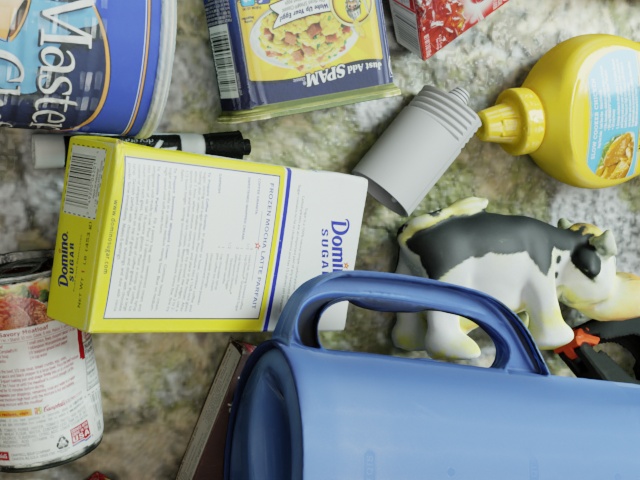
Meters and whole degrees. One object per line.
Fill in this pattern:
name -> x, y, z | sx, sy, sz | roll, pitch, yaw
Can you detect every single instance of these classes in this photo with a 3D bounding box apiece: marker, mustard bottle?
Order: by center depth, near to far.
marker -> -0.097, -0.051, 0.589 | 0.121, 0.020, 0.020 | -3, 100, -21
mustard bottle -> 0.184, -0.082, 0.673 | 0.191, 0.058, 0.096 | -9, 108, -20

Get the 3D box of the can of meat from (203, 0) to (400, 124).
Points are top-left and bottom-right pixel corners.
can of meat -> -0.012, -0.114, 0.592 | 0.102, 0.058, 0.084 | -13, 101, -20

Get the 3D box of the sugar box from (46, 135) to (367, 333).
sugar box -> -0.054, 0.001, 0.569 | 0.175, 0.048, 0.093 | 5, 96, -47

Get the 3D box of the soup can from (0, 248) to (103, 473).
soup can -> -0.153, 0.061, 0.559 | 0.068, 0.069, 0.102 | -10, 103, -20

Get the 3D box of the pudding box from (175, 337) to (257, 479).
pudding box -> -0.030, 0.124, 0.634 | 0.090, 0.039, 0.113 | 20, 91, -22

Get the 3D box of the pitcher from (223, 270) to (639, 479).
pitcher -> 0.076, 0.116, 0.577 | 0.242, 0.145, 0.149 | 5, 131, -20

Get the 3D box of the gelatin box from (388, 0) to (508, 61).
gelatin box -> 0.073, -0.158, 0.609 | 0.073, 0.030, 0.089 | -37, 144, -13

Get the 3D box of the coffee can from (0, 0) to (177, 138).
coffee can -> -0.149, -0.105, 0.514 | 0.140, 0.103, 0.103 | 2, 98, -22
